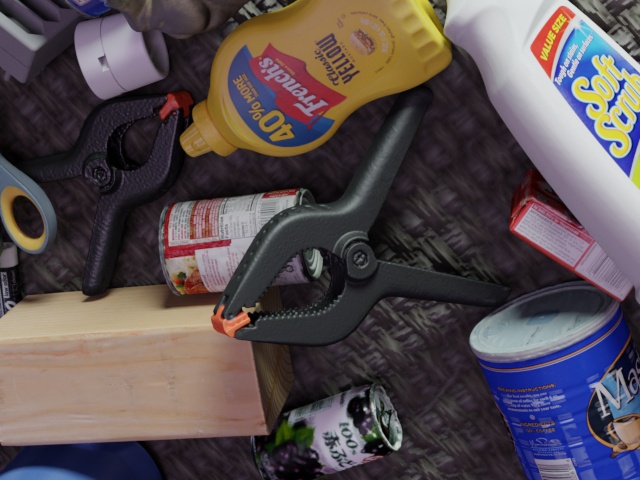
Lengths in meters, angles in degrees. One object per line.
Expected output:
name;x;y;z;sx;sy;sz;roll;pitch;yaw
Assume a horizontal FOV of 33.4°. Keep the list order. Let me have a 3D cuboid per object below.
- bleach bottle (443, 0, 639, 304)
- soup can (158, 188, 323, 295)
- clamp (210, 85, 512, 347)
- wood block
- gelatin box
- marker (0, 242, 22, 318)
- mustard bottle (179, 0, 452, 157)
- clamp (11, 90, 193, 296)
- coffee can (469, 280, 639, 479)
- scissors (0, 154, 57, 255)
bleach bottle;0.154;-0.082;0.656;0.251;0.102;0.068;48;154;9
soup can;-0.055;0.001;0.755;0.102;0.068;0.068;-6;107;13
clamp;0.028;0.017;0.711;0.209;0.036;0.164;-35;104;-17
wood block;-0.134;0.090;0.790;0.206;0.090;0.090;-5;108;13
gelatin box;0.168;-0.006;0.702;0.089;0.073;0.030;33;112;1
marker;-0.243;0.061;0.842;0.020;0.020;0.121;2;108;11
mustard bottle;-0.015;-0.111;0.713;0.192;0.058;0.096;-30;113;19
clamp;-0.151;-0.039;0.778;0.172;0.039;0.120;-32;100;24
coffee can;0.174;0.112;0.724;0.103;0.102;0.140;-20;103;17
scissors;-0.233;-0.072;0.767;0.096;0.016;0.202;12;113;16
